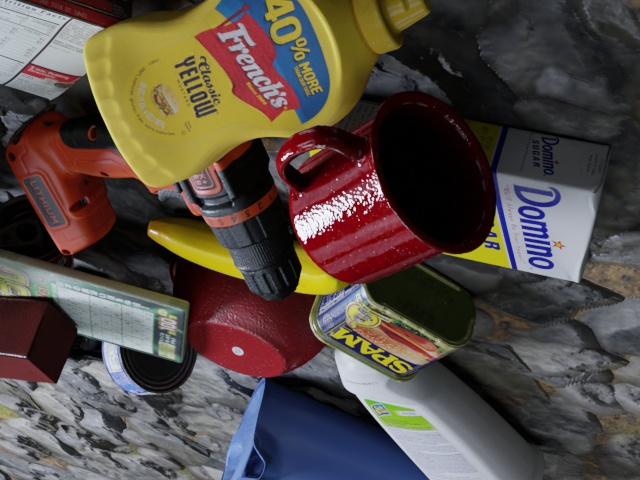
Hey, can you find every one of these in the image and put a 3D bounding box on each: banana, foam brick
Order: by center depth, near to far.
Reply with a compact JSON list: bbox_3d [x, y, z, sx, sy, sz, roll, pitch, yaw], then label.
[{"bbox_3d":[-0.043,0.010,0.809,0.198,0.037,0.069,9,158,37],"label":"banana"},{"bbox_3d":[-0.252,0.082,0.885,0.078,0.053,0.051,3,149,24],"label":"foam brick"}]

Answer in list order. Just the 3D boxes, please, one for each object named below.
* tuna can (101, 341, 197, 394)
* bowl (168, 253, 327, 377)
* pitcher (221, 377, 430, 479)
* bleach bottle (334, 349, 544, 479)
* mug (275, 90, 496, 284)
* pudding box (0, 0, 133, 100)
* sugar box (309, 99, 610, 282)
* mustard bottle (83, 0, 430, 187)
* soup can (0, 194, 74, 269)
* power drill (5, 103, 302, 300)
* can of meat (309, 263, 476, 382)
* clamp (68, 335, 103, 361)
[{"bbox_3d":[-0.158,0.100,0.985,0.034,0.086,0.086,-14,135,46],"label":"tuna can"},{"bbox_3d":[-0.064,0.071,0.912,0.162,0.055,0.162,15,149,9],"label":"bowl"},{"bbox_3d":[0.026,0.236,1.065,0.242,0.149,0.145,21,135,-7],"label":"pitcher"},{"bbox_3d":[0.096,0.145,0.927,0.103,0.068,0.250,-8,137,39],"label":"bleach bottle"},{"bbox_3d":[0.027,-0.028,0.586,0.117,0.093,0.082,22,148,-33],"label":"mug"},{"bbox_3d":[-0.179,-0.131,0.653,0.089,0.039,0.114,15,155,-35],"label":"pudding box"},{"bbox_3d":[0.084,-0.032,0.667,0.176,0.048,0.093,14,146,16],"label":"sugar box"},{"bbox_3d":[-0.031,-0.100,0.587,0.192,0.058,0.096,-17,104,22],"label":"mustard bottle"},{"bbox_3d":[-0.247,0.014,0.922,0.068,0.068,0.102,21,150,0],"label":"soup can"},{"bbox_3d":[-0.114,-0.034,0.736,0.188,0.057,0.184,-5,120,33],"label":"power drill"},{"bbox_3d":[0.057,0.056,0.815,0.102,0.057,0.084,30,146,-14],"label":"can of meat"},{"bbox_3d":[-0.238,0.103,1.070,0.164,0.036,0.210,25,163,-34],"label":"clamp"}]
